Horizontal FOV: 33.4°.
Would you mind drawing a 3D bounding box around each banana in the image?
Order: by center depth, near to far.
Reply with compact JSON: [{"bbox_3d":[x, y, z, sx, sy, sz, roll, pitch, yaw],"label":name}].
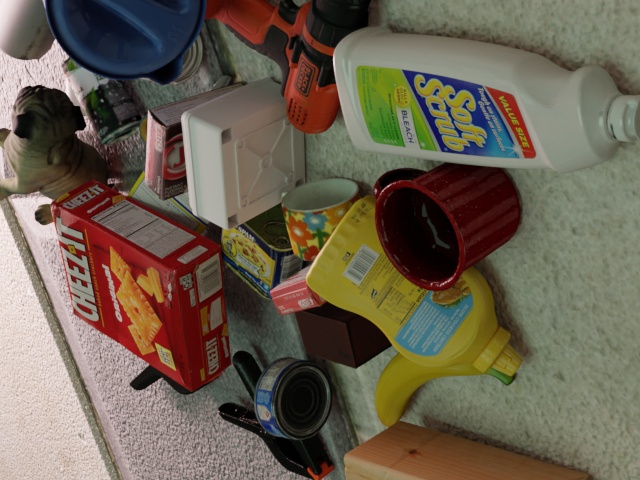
[{"bbox_3d":[0.096,0.129,0.996,0.069,0.037,0.198,60,145,2],"label":"banana"}]

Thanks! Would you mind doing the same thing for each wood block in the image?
[{"bbox_3d":[0.130,0.239,0.955,0.206,0.090,0.090,9,112,42],"label":"wood block"}]

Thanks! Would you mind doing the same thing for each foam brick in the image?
[{"bbox_3d":[0.022,0.085,1.046,0.078,0.051,0.053,12,123,48],"label":"foam brick"}]

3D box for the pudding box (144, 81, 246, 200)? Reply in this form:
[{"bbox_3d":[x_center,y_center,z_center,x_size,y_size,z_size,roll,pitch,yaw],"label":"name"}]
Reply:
[{"bbox_3d":[-0.115,-0.098,1.040,0.039,0.113,0.090,43,141,29],"label":"pudding box"}]

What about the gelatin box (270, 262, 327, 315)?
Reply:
[{"bbox_3d":[0.006,0.035,0.996,0.073,0.089,0.030,-20,101,58],"label":"gelatin box"}]

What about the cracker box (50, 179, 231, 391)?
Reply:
[{"bbox_3d":[-0.199,0.048,1.180,0.214,0.072,0.164,25,133,34],"label":"cracker box"}]

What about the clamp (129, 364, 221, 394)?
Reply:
[{"bbox_3d":[-0.203,0.154,1.388,0.210,0.036,0.164,23,130,41],"label":"clamp"}]

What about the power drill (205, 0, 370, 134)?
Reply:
[{"bbox_3d":[-0.037,-0.207,0.917,0.188,0.057,0.185,45,142,22],"label":"power drill"}]

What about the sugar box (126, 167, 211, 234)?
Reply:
[{"bbox_3d":[-0.155,-0.048,1.168,0.093,0.048,0.177,42,142,-5],"label":"sugar box"}]

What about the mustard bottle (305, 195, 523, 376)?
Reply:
[{"bbox_3d":[0.089,0.052,0.907,0.192,0.058,0.096,36,105,8],"label":"mustard bottle"}]

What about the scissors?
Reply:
[{"bbox_3d":[-0.149,-0.135,1.140,0.096,0.016,0.202,44,142,15],"label":"scissors"}]

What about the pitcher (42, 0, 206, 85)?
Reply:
[{"bbox_3d":[-0.200,-0.245,0.968,0.243,0.144,0.149,-134,56,-61],"label":"pitcher"}]

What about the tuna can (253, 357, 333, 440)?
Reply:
[{"bbox_3d":[-0.028,0.168,1.136,0.034,0.086,0.086,1,114,49],"label":"tuna can"}]

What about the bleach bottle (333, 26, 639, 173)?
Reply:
[{"bbox_3d":[0.123,-0.105,0.783,0.251,0.068,0.102,11,123,45],"label":"bleach bottle"}]

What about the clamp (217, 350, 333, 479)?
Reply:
[{"bbox_3d":[-0.053,0.206,1.234,0.172,0.039,0.120,32,140,26],"label":"clamp"}]

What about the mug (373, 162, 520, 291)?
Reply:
[{"bbox_3d":[0.095,-0.024,0.853,0.117,0.081,0.093,34,137,33],"label":"mug"}]

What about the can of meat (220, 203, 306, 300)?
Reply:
[{"bbox_3d":[-0.057,0.001,1.085,0.102,0.057,0.084,41,142,27],"label":"can of meat"}]
